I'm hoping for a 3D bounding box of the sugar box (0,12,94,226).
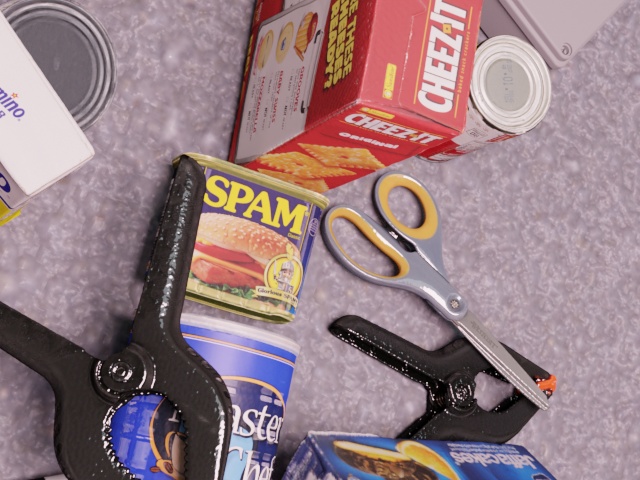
[{"bbox_3d":[-0.182,-0.056,0.562,0.048,0.176,0.093,-37,99,-24],"label":"sugar box"}]

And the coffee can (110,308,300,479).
[{"bbox_3d":[-0.076,0.119,0.628,0.102,0.103,0.140,17,77,-22],"label":"coffee can"}]

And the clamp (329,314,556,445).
[{"bbox_3d":[0.085,0.117,0.736,0.171,0.039,0.120,6,81,-19],"label":"clamp"}]

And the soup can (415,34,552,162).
[{"bbox_3d":[0.103,-0.096,0.736,0.068,0.102,0.068,3,82,-24],"label":"soup can"}]

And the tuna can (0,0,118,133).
[{"bbox_3d":[-0.167,-0.103,0.640,0.085,0.034,0.086,-7,103,-34],"label":"tuna can"}]

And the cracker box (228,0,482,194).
[{"bbox_3d":[0.019,-0.124,0.640,0.072,0.214,0.164,14,78,-22],"label":"cracker box"}]

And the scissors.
[{"bbox_3d":[0.093,0.026,0.745,0.201,0.016,0.096,33,64,-6],"label":"scissors"}]

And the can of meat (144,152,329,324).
[{"bbox_3d":[-0.055,0.001,0.679,0.102,0.058,0.084,18,79,-21],"label":"can of meat"}]

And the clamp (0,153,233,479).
[{"bbox_3d":[-0.116,0.071,0.567,0.164,0.036,0.210,-16,78,-7],"label":"clamp"}]
